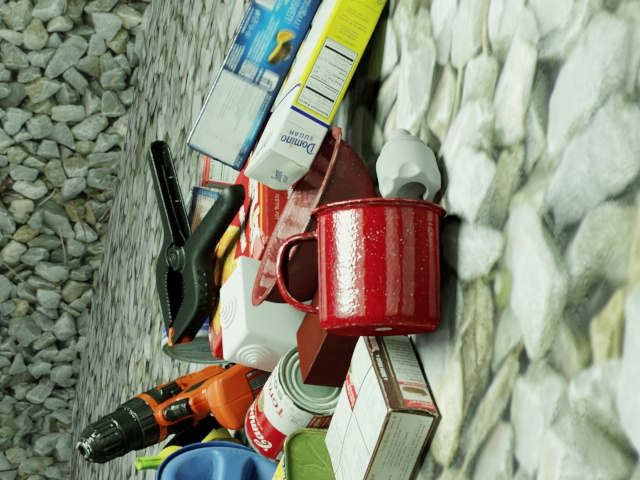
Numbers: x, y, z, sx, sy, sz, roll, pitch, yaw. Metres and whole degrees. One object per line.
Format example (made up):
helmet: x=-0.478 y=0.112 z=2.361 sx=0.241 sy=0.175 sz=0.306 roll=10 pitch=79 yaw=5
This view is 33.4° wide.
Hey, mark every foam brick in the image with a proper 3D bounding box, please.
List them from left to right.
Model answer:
foam brick: x=0.018 y=0.073 z=0.832 sx=0.078 sy=0.051 sz=0.053 roll=115 pitch=156 yaw=-46

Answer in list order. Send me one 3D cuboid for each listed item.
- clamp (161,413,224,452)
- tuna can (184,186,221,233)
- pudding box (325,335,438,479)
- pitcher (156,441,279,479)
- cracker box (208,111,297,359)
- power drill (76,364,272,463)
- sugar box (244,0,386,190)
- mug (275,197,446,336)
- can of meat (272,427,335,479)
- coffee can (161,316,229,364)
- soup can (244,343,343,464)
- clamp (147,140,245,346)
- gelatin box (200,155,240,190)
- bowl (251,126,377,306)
clamp: x=-0.120 y=0.191 z=1.159 sx=0.171 sy=0.120 sz=0.039 roll=-142 pitch=34 yaw=-76
tuna can: x=-0.136 y=-0.016 z=1.176 sx=0.086 sy=0.033 sz=0.086 roll=-166 pitch=90 yaw=-77
pudding box: x=0.040 y=0.133 z=0.753 sx=0.090 sy=0.039 sz=0.114 roll=-108 pitch=28 yaw=-55
pitcher: x=-0.105 y=0.323 z=0.986 sx=0.145 sy=0.149 sz=0.243 roll=-128 pitch=44 yaw=-60
cracker box: x=-0.057 y=0.001 z=1.081 sx=0.214 sy=0.072 sz=0.164 roll=117 pitch=156 yaw=-48
power drill: x=-0.120 y=0.156 z=1.019 sx=0.188 sy=0.184 sz=0.057 roll=-19 pitch=94 yaw=47
sugar box: x=-0.004 y=-0.133 z=0.923 sx=0.176 sy=0.048 sz=0.093 roll=-68 pitch=12 yaw=-15
mug: x=0.028 y=0.021 z=0.719 sx=0.093 sy=0.117 sz=0.081 roll=65 pitch=-156 yaw=-78
can of meat: x=-0.009 y=0.215 z=0.848 sx=0.084 sy=0.057 sz=0.102 roll=112 pitch=160 yaw=-46
coffee can: x=-0.130 y=0.063 z=1.249 sx=0.103 sy=0.102 sz=0.140 roll=128 pitch=146 yaw=-60
soup can: x=-0.018 y=0.137 z=0.894 sx=0.102 sy=0.068 sz=0.068 roll=120 pitch=153 yaw=-51
clamp: x=-0.131 y=0.013 z=1.091 sx=0.165 sy=0.036 sz=0.210 roll=21 pitch=113 yaw=50
gelatin box: x=-0.087 y=-0.091 z=1.193 sx=0.030 sy=0.089 sz=0.073 roll=144 pitch=131 yaw=-68
bowl: x=0.001 y=-0.009 z=0.872 sx=0.162 sy=0.055 sz=0.162 roll=-61 pitch=10 yaw=17
